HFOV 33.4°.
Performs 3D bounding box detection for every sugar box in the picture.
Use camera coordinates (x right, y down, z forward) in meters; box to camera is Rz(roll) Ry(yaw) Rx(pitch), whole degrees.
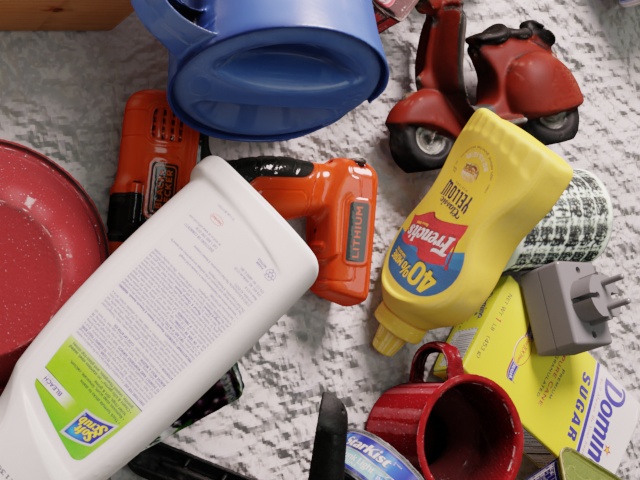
[{"bbox_3d":[0.177,0.119,0.851,0.176,0.048,0.093,41,63,-17],"label":"sugar box"}]

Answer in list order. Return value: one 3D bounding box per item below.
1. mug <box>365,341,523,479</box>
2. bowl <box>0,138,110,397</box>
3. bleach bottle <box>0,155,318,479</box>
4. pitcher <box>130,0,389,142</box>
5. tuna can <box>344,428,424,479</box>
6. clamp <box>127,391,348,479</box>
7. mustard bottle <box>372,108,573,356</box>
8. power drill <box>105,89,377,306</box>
[{"bbox_3d":[0.085,0.132,0.776,0.093,0.082,0.117,-2,84,-30],"label":"mug"},{"bbox_3d":[-0.199,0.020,0.622,0.162,0.055,0.162,-1,95,-19],"label":"bowl"},{"bbox_3d":[-0.121,0.068,0.601,0.250,0.068,0.102,-42,82,-18],"label":"bleach bottle"},{"bbox_3d":[-0.046,-0.196,0.666,0.145,0.149,0.243,-7,69,-4],"label":"pitcher"},{"bbox_3d":[0.038,0.174,0.742,0.033,0.086,0.086,-42,104,-25],"label":"tuna can"},{"bbox_3d":[-0.004,0.176,0.694,0.210,0.165,0.036,47,39,-26],"label":"clamp"},{"bbox_3d":[0.096,0.004,0.777,0.058,0.096,0.192,22,107,-37],"label":"mustard bottle"},{"bbox_3d":[-0.055,0.001,0.727,0.187,0.057,0.184,7,88,-30],"label":"power drill"}]
